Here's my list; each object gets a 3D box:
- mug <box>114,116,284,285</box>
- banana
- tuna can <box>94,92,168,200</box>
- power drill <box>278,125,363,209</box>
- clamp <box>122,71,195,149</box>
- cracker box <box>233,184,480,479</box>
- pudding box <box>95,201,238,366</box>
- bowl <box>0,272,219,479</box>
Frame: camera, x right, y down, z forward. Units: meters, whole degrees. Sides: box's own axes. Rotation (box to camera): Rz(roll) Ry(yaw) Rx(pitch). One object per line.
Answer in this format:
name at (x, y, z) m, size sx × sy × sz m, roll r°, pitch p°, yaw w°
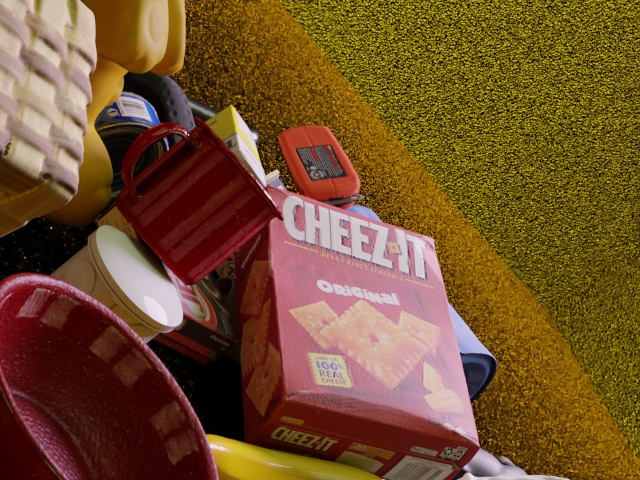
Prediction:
mug at (-0.090, -0.030, 0.721) m, size 0.093 × 0.081 × 0.117 m, roll 45°, pitch -6°, yaw 43°
banana at (-0.022, 0.154, 0.702) m, size 0.197 × 0.070 × 0.037 m, roll 18°, pitch 56°, yaw -35°
tuna can at (-0.158, -0.069, 0.800) m, size 0.086 × 0.086 × 0.034 m, roll 35°, pitch 22°, yaw -54°
power drill at (-0.012, -0.015, 1.041) m, size 0.184 × 0.057 × 0.188 m, roll -119°, pitch -156°, yaw -45°
clamp at (-0.147, -0.123, 0.870) m, size 0.039 × 0.120 × 0.172 m, roll -20°, pitch 46°, yaw -36°
cracker box at (0.023, 0.070, 0.815) m, size 0.164 × 0.072 × 0.213 m, roll 18°, pitch 41°, yaw -24°
pudding box at (-0.114, 0.029, 0.791) m, size 0.090 × 0.039 × 0.113 m, roll 37°, pitch 19°, yaw -49°
bowl at (-0.122, 0.096, 0.530) m, size 0.162 × 0.055 × 0.162 m, roll 49°, pitch 12°, yaw -15°
